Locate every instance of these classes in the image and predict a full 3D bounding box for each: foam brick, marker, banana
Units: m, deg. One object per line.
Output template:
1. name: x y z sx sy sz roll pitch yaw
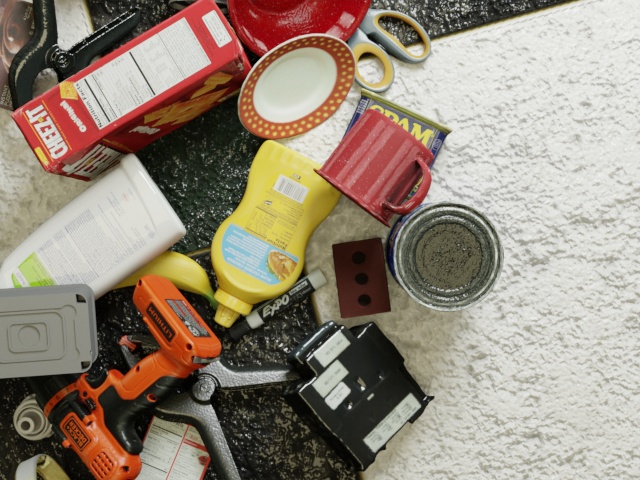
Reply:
1. foam brick: 0.041 0.038 1.094 0.053 0.051 0.078 -8 92 1
2. marker: -0.047 0.069 1.112 0.121 0.020 0.020 -33 91 1
3. banana: -0.202 0.044 1.105 0.198 0.037 0.069 -3 89 1

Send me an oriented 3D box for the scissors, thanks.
1. scissors: 0.018 -0.227 1.105 0.202 0.016 0.096 29 92 0

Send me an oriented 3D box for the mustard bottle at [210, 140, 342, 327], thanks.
1. mustard bottle: -0.057 0.001 1.091 0.096 0.058 0.191 28 92 -1

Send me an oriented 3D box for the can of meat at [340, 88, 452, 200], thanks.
1. can of meat: 0.071 -0.096 1.089 0.102 0.057 0.084 25 95 1

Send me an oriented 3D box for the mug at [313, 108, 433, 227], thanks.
1. mug: 0.060 -0.066 1.010 0.081 0.117 0.093 -53 133 2

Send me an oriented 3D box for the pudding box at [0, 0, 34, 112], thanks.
1. pudding box: -0.337 -0.198 1.099 0.090 0.039 0.113 17 92 0

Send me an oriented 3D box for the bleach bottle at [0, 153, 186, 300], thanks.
1. bleach bottle: -0.262 0.024 1.054 0.251 0.068 0.102 -34 90 -4

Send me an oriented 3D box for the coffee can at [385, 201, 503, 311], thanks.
1. coffee can: 0.118 0.013 1.048 0.103 0.140 0.103 0 91 1

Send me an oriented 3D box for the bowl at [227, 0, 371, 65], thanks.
1. bowl: -0.027 -0.258 1.050 0.161 0.055 0.162 -15 124 -23

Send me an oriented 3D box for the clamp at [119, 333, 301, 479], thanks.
1. clamp: -0.109 0.150 1.098 0.210 0.036 0.164 36 70 8

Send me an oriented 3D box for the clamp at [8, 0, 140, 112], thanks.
1. clamp: -0.270 -0.193 1.073 0.120 0.039 0.171 34 84 -27

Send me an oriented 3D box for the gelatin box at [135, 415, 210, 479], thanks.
1. gelatin box: -0.152 0.226 1.113 0.073 0.030 0.089 22 89 0

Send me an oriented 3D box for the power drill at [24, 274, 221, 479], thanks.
1. power drill: -0.201 0.124 1.057 0.184 0.057 0.188 47 106 18

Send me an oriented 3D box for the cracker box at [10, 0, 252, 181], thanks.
1. cracker box: -0.171 -0.139 1.037 0.213 0.164 0.072 -31 89 1
